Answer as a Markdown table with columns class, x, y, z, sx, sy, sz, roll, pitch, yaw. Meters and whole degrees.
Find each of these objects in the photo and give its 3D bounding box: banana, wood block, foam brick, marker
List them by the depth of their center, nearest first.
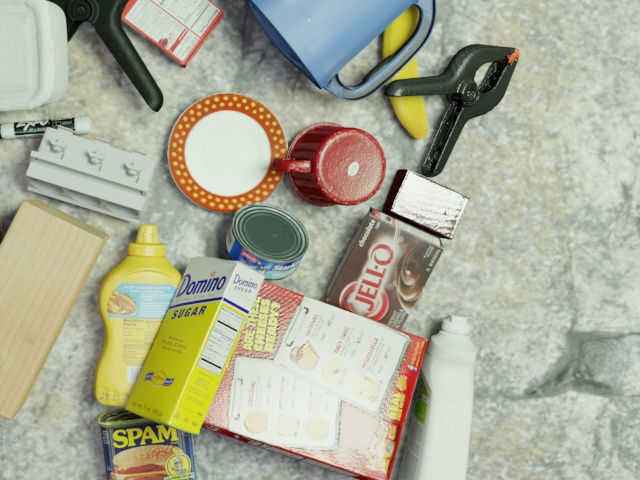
| class | x | y | z | sx | sy | sz | roll | pitch | yaw |
| --- | --- | --- | --- | --- | --- | --- | --- | --- | --- |
| wood block | -0.308 | 0.068 | 1.111 | 0.090 | 0.091 | 0.206 | 27 | 90 | -7 |
| marker | -0.306 | -0.119 | 1.137 | 0.121 | 0.020 | 0.020 | -5 | 94 | -6 |
| banana | 0.101 | -0.213 | 1.166 | 0.069 | 0.037 | 0.198 | 10 | 92 | -5 |
| foam brick | 0.114 | -0.040 | 1.169 | 0.078 | 0.053 | 0.051 | 24 | 90 | -6 |

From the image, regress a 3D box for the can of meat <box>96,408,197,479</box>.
| class | x | y | z | sx | sy | sz | roll | pitch | yaw |
| --- | --- | --- | --- | --- | --- | --- | --- | --- | --- |
| can of meat | -0.184 | 0.225 | 1.150 | 0.102 | 0.057 | 0.084 | -6 | 96 | -6 |

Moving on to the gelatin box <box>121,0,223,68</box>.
| class | x | y | z | sx | sy | sz | roll | pitch | yaw |
| --- | --- | --- | --- | --- | --- | --- | --- | --- | --- |
| gelatin box | -0.159 | -0.240 | 1.141 | 0.089 | 0.030 | 0.073 | 36 | 88 | -6 |

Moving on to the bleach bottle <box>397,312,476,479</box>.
| class | x | y | z | sx | sy | sz | roll | pitch | yaw |
| --- | --- | --- | --- | --- | --- | --- | --- | --- | --- |
| bleach bottle | 0.130 | 0.205 | 1.159 | 0.068 | 0.103 | 0.251 | 9 | 93 | -12 |

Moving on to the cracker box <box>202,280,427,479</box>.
| class | x | y | z | sx | sy | sz | roll | pitch | yaw |
| --- | --- | --- | --- | --- | --- | --- | --- | --- | --- |
| cracker box | -0.011 | 0.151 | 1.139 | 0.213 | 0.072 | 0.164 | 19 | 72 | -6 |

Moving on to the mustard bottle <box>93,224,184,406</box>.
| class | x | y | z | sx | sy | sz | roll | pitch | yaw |
| --- | --- | --- | --- | --- | --- | --- | --- | --- | --- |
| mustard bottle | -0.189 | 0.079 | 1.140 | 0.096 | 0.058 | 0.191 | 3 | 93 | -14 |

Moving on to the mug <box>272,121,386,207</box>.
| class | x | y | z | sx | sy | sz | roll | pitch | yaw |
| --- | --- | --- | --- | --- | --- | --- | --- | --- | --- |
| mug | 0.008 | -0.080 | 1.129 | 0.117 | 0.082 | 0.093 | 2 | 95 | -20 |

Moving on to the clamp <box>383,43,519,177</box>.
| class | x | y | z | sx | sy | sz | roll | pitch | yaw |
| --- | --- | --- | --- | --- | --- | --- | --- | --- | --- |
| clamp | 0.152 | -0.150 | 1.163 | 0.171 | 0.039 | 0.120 | -30 | 124 | -19 |

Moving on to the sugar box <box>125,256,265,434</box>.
| class | x | y | z | sx | sy | sz | roll | pitch | yaw |
| --- | --- | --- | --- | --- | --- | --- | --- | --- | --- |
| sugar box | -0.129 | 0.104 | 1.088 | 0.048 | 0.094 | 0.176 | 29 | 75 | -36 |

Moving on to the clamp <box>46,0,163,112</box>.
| class | x | y | z | sx | sy | sz | roll | pitch | yaw |
| --- | --- | --- | --- | --- | --- | --- | --- | --- | --- |
| clamp | -0.253 | -0.233 | 1.108 | 0.164 | 0.036 | 0.210 | -4 | 100 | 6 |

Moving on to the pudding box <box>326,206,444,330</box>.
| class | x | y | z | sx | sy | sz | roll | pitch | yaw |
| --- | --- | --- | --- | --- | --- | --- | --- | --- | --- |
| pudding box | 0.069 | 0.032 | 1.162 | 0.090 | 0.039 | 0.113 | 24 | 106 | -7 |

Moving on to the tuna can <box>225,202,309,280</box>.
| class | x | y | z | sx | sy | sz | roll | pitch | yaw |
| --- | --- | --- | --- | --- | --- | --- | --- | --- | --- |
| tuna can | -0.057 | 0.001 | 1.138 | 0.086 | 0.086 | 0.034 | 20 | 132 | -7 |

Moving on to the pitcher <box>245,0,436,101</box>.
| class | x | y | z | sx | sy | sz | roll | pitch | yaw |
| --- | --- | --- | --- | --- | --- | --- | --- | --- | --- |
| pitcher | 0.053 | -0.271 | 1.099 | 0.243 | 0.149 | 0.145 | -39 | 59 | 2 |
